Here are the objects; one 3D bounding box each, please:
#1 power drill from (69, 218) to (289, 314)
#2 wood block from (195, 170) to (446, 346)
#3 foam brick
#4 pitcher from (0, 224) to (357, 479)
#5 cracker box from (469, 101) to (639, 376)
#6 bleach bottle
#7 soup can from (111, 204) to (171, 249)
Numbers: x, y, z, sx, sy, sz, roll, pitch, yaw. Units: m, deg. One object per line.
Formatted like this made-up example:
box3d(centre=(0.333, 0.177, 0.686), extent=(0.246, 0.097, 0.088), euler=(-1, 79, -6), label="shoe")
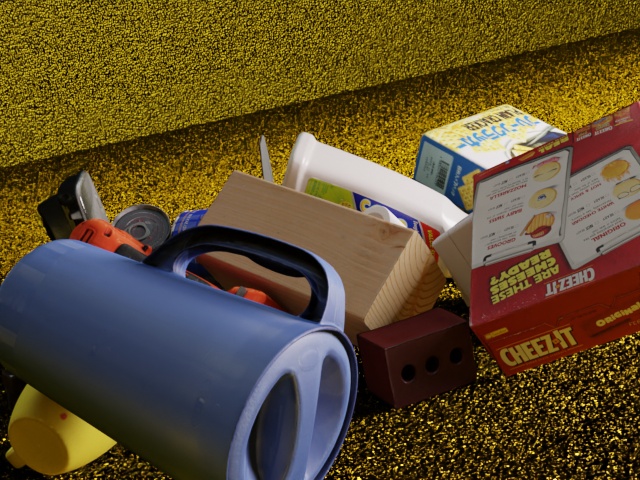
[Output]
box3d(centre=(-0.119, 0.053, 0.971), extent=(0.188, 0.057, 0.184), euler=(22, -8, 25), label="power drill")
box3d(centre=(-0.006, 0.020, 0.948), extent=(0.206, 0.090, 0.090), euler=(20, 70, 35), label="wood block")
box3d(centre=(0.077, 0.092, 0.844), extent=(0.078, 0.053, 0.051), euler=(-17, 15, -21), label="foam brick")
box3d(centre=(-0.101, 0.073, 0.718), extent=(0.243, 0.145, 0.149), euler=(20, 40, 31), label="pitcher")
box3d(centre=(0.210, -0.004, 0.876), extent=(0.164, 0.072, 0.213), euler=(-24, 31, 24), label="cracker box")
box3d(centre=(0.083, -0.026, 1.099), extent=(0.251, 0.103, 0.068), euler=(18, 38, 1), label="bleach bottle")
box3d(centre=(-0.200, 0.015, 1.233), extent=(0.068, 0.102, 0.068), euler=(-1, 54, 1), label="soup can")
